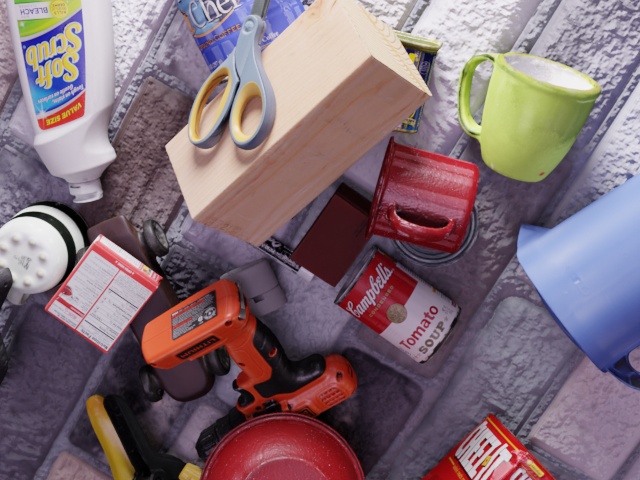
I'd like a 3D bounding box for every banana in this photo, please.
[{"bbox_3d":[-0.208,0.257,1.115,0.069,0.037,0.198,2,104,8],"label":"banana"}]

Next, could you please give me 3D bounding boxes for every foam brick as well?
[{"bbox_3d":[0.017,-0.005,1.007,0.053,0.051,0.078,36,107,-2],"label":"foam brick"}]

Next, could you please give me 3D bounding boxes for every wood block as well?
[{"bbox_3d":[-0.022,-0.099,0.901,0.206,0.090,0.091,-40,53,22],"label":"wood block"}]

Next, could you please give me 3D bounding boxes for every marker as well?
[{"bbox_3d":[-0.057,0.001,1.037,0.121,0.020,0.020,32,106,0],"label":"marker"}]

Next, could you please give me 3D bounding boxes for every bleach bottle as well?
[{"bbox_3d":[-0.232,-0.161,1.003,0.102,0.068,0.251,-4,105,10],"label":"bleach bottle"}]

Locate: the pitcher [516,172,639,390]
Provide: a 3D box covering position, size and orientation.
[{"bbox_3d":[0.307,0.005,0.924,0.243,0.145,0.149,-37,116,12],"label":"pitcher"}]

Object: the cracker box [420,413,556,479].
[{"bbox_3d":[0.114,0.266,0.976,0.213,0.164,0.072,-44,94,0],"label":"cracker box"}]

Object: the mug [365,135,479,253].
[{"bbox_3d":[0.088,-0.032,0.922,0.081,0.117,0.093,14,115,0],"label":"mug"}]

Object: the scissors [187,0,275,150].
[{"bbox_3d":[-0.046,-0.159,0.866,0.096,0.016,0.202,36,101,39],"label":"scissors"}]

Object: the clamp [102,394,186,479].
[{"bbox_3d":[-0.180,0.249,1.067,0.039,0.120,0.171,-14,126,47],"label":"clamp"}]

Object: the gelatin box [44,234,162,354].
[{"bbox_3d":[-0.205,0.051,1.008,0.073,0.030,0.089,36,105,-10],"label":"gelatin box"}]

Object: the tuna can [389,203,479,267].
[{"bbox_3d":[0.105,-0.020,0.998,0.086,0.033,0.086,2,104,8],"label":"tuna can"}]

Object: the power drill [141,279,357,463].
[{"bbox_3d":[-0.083,0.131,1.016,0.184,0.057,0.187,-32,130,14],"label":"power drill"}]

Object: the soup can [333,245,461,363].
[{"bbox_3d":[0.073,0.061,1.006,0.102,0.068,0.068,36,106,-2],"label":"soup can"}]

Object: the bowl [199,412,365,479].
[{"bbox_3d":[-0.033,0.242,0.983,0.162,0.055,0.162,0,86,-6],"label":"bowl"}]

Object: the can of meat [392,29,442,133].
[{"bbox_3d":[0.050,-0.148,0.964,0.102,0.057,0.084,15,108,6],"label":"can of meat"}]

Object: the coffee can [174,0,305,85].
[{"bbox_3d":[-0.078,-0.222,0.941,0.103,0.102,0.140,-24,99,14],"label":"coffee can"}]
